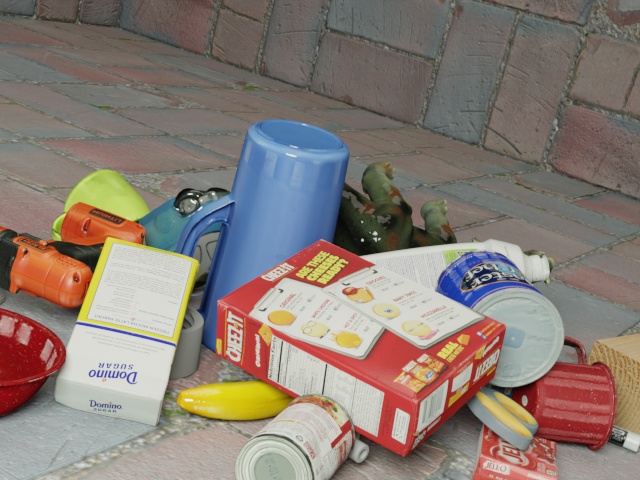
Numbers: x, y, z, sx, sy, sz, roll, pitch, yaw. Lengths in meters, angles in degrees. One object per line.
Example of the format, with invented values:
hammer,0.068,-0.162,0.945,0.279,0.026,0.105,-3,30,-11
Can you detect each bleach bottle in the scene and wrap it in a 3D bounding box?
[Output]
bleach bottle,0.139,0.055,1.227,0.250,0.102,0.068,-8,-25,-3

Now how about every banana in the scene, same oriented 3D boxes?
banana,-0.054,0.142,1.012,0.070,0.037,0.197,14,13,27

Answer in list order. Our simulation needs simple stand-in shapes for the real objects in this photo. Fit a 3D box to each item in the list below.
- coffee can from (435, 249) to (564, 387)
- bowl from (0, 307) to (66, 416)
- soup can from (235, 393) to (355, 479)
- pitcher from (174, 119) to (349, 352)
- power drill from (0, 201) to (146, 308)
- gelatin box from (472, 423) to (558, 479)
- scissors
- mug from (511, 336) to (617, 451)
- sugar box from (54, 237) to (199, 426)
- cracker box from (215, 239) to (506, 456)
coffee can,0.182,0.077,1.107,0.102,0.103,0.140,12,14,-9
bowl,-0.294,0.104,0.875,0.162,0.055,0.162,14,15,-4
soup can,-0.019,0.172,0.866,0.068,0.068,0.102,19,16,16
pitcher,-0.057,0.001,1.118,0.145,0.243,0.149,22,23,21
power drill,-0.283,0.006,1.111,0.184,0.057,0.187,23,19,16
gelatin box,0.184,0.207,1.007,0.073,0.030,0.089,17,14,8
scissors,0.139,0.136,1.051,0.096,0.016,0.202,15,22,-51
mug,0.250,0.156,1.109,0.081,0.117,0.093,7,-18,-9
sugar box,-0.172,0.079,0.968,0.093,0.048,0.176,14,45,-4
cracker box,0.036,0.092,0.977,0.214,0.072,0.163,24,33,28
